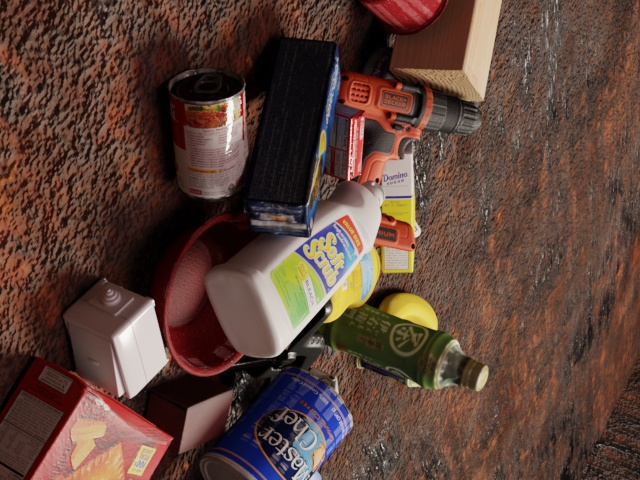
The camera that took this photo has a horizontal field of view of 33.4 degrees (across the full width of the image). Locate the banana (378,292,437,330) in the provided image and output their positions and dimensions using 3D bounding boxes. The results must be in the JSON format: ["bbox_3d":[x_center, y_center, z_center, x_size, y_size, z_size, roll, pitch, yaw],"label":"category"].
[{"bbox_3d":[0.124,0.105,1.507,0.037,0.070,0.197,-38,152,19],"label":"banana"}]

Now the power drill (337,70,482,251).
[{"bbox_3d":[0.085,-0.085,1.198,0.184,0.057,0.187,10,91,-18],"label":"power drill"}]

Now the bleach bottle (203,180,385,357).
[{"bbox_3d":[-0.009,0.006,1.059,0.250,0.068,0.102,-46,125,-43],"label":"bleach bottle"}]

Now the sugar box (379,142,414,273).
[{"bbox_3d":[0.094,-0.057,1.316,0.093,0.048,0.176,-86,176,-54],"label":"sugar box"}]

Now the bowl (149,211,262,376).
[{"bbox_3d":[-0.114,0.046,1.027,0.161,0.055,0.162,-26,122,-50],"label":"bowl"}]

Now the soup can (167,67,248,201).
[{"bbox_3d":[-0.099,-0.095,0.958,0.068,0.069,0.102,-41,142,-43],"label":"soup can"}]

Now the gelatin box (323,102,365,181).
[{"bbox_3d":[0.002,-0.109,1.108,0.030,0.089,0.073,-36,138,-47],"label":"gelatin box"}]

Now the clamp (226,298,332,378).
[{"bbox_3d":[-0.057,0.122,1.170,0.164,0.036,0.210,-21,161,-2],"label":"clamp"}]

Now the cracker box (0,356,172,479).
[{"bbox_3d":[-0.236,0.230,0.922,0.213,0.072,0.164,-61,151,-15],"label":"cracker box"}]

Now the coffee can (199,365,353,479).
[{"bbox_3d":[-0.046,0.219,1.143,0.140,0.103,0.103,-46,144,-32],"label":"coffee can"}]

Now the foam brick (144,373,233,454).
[{"bbox_3d":[-0.136,0.175,1.089,0.078,0.053,0.051,-14,119,-57],"label":"foam brick"}]

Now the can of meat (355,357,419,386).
[{"bbox_3d":[0.110,0.166,1.495,0.102,0.084,0.057,11,98,-63],"label":"can of meat"}]

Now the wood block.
[{"bbox_3d":[0.151,-0.273,1.223,0.090,0.091,0.206,34,64,-61],"label":"wood block"}]

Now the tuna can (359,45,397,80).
[{"bbox_3d":[0.077,-0.185,1.254,0.086,0.034,0.086,-40,140,-44],"label":"tuna can"}]

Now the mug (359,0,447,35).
[{"bbox_3d":[0.079,-0.288,1.144,0.081,0.093,0.117,22,57,-58],"label":"mug"}]

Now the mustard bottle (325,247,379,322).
[{"bbox_3d":[0.026,0.035,1.266,0.191,0.058,0.096,-18,99,-65],"label":"mustard bottle"}]
